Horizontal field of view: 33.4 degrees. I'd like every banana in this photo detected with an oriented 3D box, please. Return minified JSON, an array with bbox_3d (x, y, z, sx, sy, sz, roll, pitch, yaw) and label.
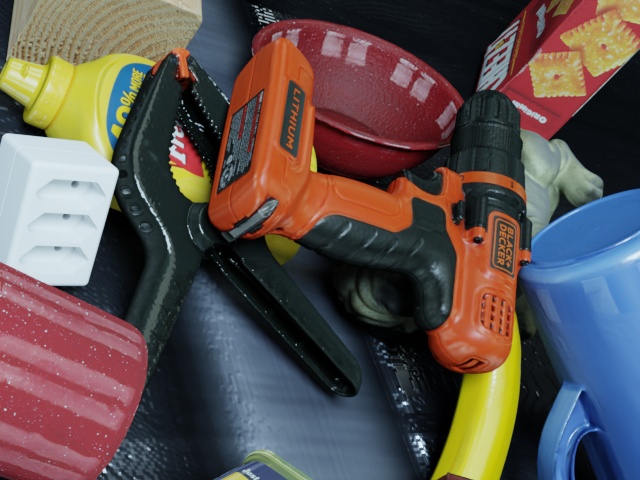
[{"bbox_3d":[0.078,0.122,0.599,0.197,0.037,0.069,-57,139,-35],"label":"banana"}]

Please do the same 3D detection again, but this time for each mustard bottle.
[{"bbox_3d":[-0.095,-0.057,0.625,0.191,0.058,0.096,24,54,-24],"label":"mustard bottle"}]

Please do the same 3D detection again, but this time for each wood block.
[{"bbox_3d":[-0.138,-0.195,0.694,0.090,0.090,0.206,20,43,-28],"label":"wood block"}]

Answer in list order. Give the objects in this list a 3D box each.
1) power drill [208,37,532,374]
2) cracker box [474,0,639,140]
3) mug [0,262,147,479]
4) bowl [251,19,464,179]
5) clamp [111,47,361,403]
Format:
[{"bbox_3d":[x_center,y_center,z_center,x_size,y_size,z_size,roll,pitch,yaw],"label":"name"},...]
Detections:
[{"bbox_3d":[0.038,-0.036,0.591,0.187,0.057,0.184,24,56,-24],"label":"power drill"},{"bbox_3d":[0.223,-0.188,0.923,0.072,0.214,0.164,36,37,-9],"label":"cracker box"},{"bbox_3d":[-0.133,0.056,0.470,0.081,0.093,0.117,29,3,-27],"label":"mug"},{"bbox_3d":[0.021,-0.092,0.753,0.162,0.055,0.162,16,34,-11],"label":"bowl"},{"bbox_3d":[-0.054,0.001,0.576,0.164,0.036,0.210,4,72,-38],"label":"clamp"}]
